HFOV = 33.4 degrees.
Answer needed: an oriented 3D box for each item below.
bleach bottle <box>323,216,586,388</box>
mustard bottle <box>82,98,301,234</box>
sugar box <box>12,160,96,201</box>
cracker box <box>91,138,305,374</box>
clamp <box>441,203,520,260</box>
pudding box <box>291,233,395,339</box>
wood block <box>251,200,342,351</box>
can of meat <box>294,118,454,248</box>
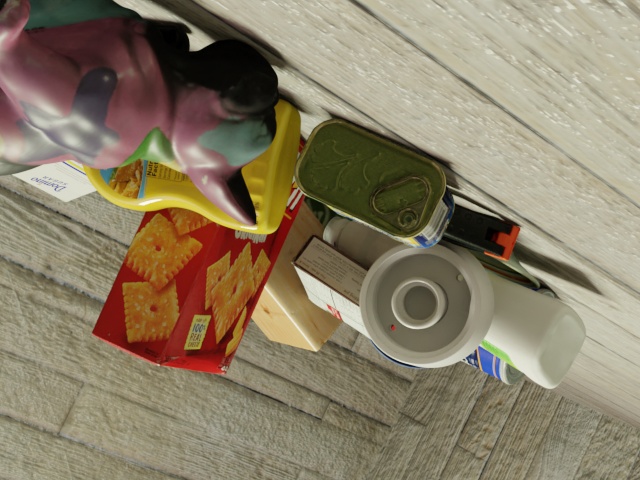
[{"bbox_3d":[0.110,0.042,0.966,0.251,0.068,0.102,28,173,32],"label":"bleach bottle"},{"bbox_3d":[-0.115,-0.067,0.776,0.192,0.096,0.058,11,179,16],"label":"mustard bottle"},{"bbox_3d":[-0.232,-0.098,1.123,0.176,0.048,0.093,-14,154,27],"label":"sugar box"},{"bbox_3d":[-0.084,0.000,0.874,0.072,0.213,0.164,23,176,16],"label":"cracker box"},{"bbox_3d":[0.067,-0.025,0.829,0.172,0.039,0.120,16,-177,35],"label":"clamp"},{"bbox_3d":[0.034,0.051,0.966,0.114,0.039,0.090,31,164,21],"label":"pudding box"},{"bbox_3d":[-0.057,0.002,1.041,0.091,0.090,0.206,6,139,54],"label":"wood block"},{"bbox_3d":[0.042,-0.036,0.751,0.102,0.057,0.084,26,178,16],"label":"can of meat"}]
